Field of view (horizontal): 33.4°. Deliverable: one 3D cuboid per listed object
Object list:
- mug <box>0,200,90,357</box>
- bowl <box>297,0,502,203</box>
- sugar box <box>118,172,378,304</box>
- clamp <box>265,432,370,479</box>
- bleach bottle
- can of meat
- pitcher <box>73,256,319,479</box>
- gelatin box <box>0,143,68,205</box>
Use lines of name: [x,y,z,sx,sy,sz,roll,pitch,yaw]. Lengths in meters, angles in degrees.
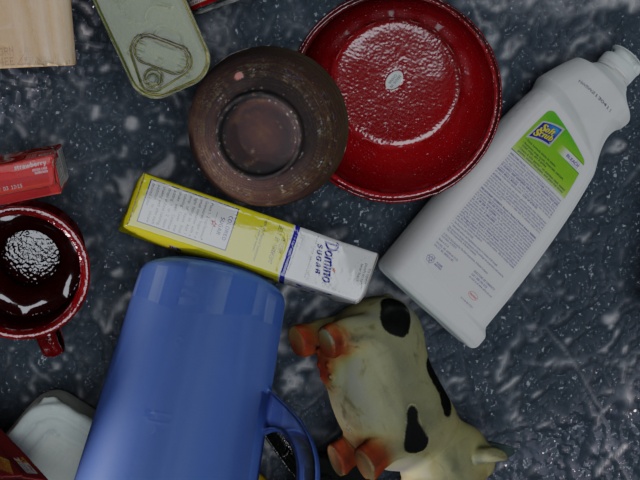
mug: [-0.206,0.027,0.764,0.093,0.081,0.117,-20,102,-6]
bowl: [0.054,-0.110,0.776,0.162,0.055,0.162,0,88,3]
sugar box: [-0.055,0.001,0.778,0.176,0.093,0.048,21,84,-12]
clamp: [-0.014,0.204,0.827,0.171,0.039,0.120,35,68,-24]
bleach bottle: [0.161,-0.043,0.826,0.102,0.068,0.251,42,89,-14]
can of meat: [-0.121,-0.153,0.746,0.057,0.084,0.102,-25,103,-5]
pitcher: [-0.088,0.141,0.731,0.149,0.145,0.243,23,69,-33]
gelatin box: [-0.217,-0.045,0.746,0.073,0.089,0.030,-11,102,-8]
